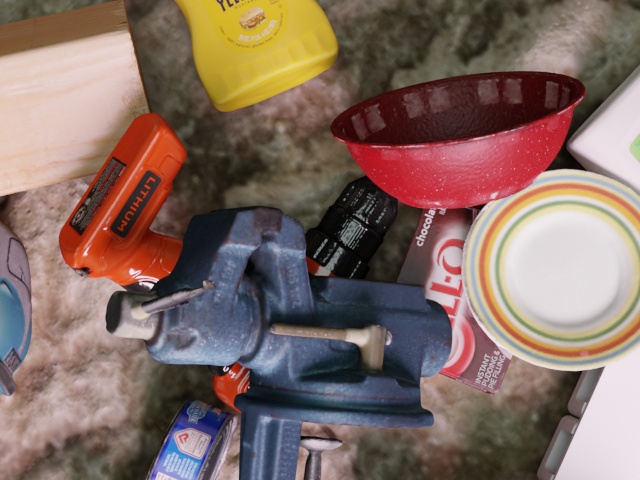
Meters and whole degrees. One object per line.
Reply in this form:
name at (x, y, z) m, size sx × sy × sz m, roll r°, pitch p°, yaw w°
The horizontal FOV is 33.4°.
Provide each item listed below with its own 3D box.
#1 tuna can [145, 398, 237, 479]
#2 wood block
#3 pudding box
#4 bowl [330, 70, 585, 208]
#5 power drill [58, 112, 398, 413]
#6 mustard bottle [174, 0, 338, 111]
tuna can at (-0.086, 0.147, 0.696) m, size 0.034 × 0.086 × 0.086 m, roll 21°, pitch 87°, yaw 5°
wood block at (-0.216, -0.084, 0.691) m, size 0.206 × 0.091 × 0.090 m, roll -13°, pitch 117°, yaw -5°
pudding box at (0.095, 0.035, 0.719) m, size 0.090 × 0.039 × 0.113 m, roll 21°, pitch 87°, yaw 5°
bowl at (0.090, -0.062, 0.683) m, size 0.162 × 0.162 × 0.055 m, roll -11°, pitch 109°, yaw 2°
power drill at (-0.054, 0.001, 0.681) m, size 0.187 × 0.057 × 0.184 m, roll 36°, pitch 84°, yaw -27°
mustard bottle at (-0.067, -0.193, 0.735) m, size 0.096 × 0.058 × 0.191 m, roll -24°, pitch 85°, yaw -1°
